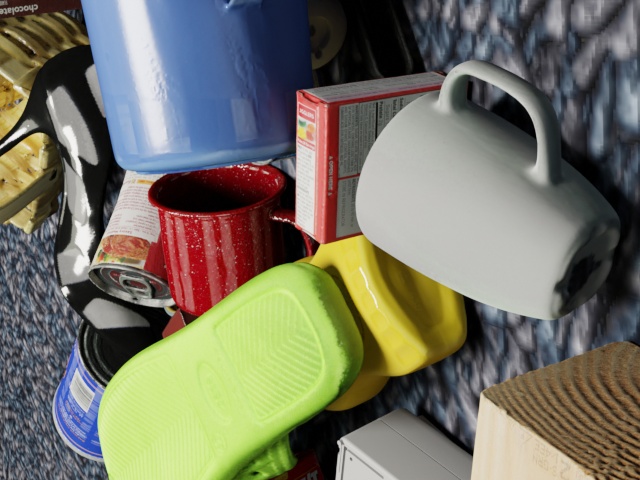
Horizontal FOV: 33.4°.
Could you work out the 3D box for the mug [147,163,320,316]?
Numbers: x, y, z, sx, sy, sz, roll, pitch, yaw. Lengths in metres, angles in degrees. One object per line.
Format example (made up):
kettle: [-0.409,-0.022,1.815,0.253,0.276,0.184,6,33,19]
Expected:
mug: [-0.055,0.001,0.720,0.117,0.093,0.081,6,118,20]

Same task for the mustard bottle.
mustard bottle: [0.011,0.051,0.647,0.096,0.058,0.192,64,149,10]

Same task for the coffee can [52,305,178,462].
coffee can: [-0.175,0.123,0.943,0.103,0.102,0.140,63,147,22]

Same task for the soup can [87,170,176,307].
soup can: [-0.123,-0.010,0.788,0.069,0.068,0.102,-33,38,59]

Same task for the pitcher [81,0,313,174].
pitcher: [-0.064,-0.159,0.537,0.145,0.149,0.243,-5,99,15]

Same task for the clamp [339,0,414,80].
clamp: [0.008,-0.206,0.563,0.210,0.036,0.165,55,145,32]

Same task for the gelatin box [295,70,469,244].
gelatin box: [0.031,-0.044,0.542,0.030,0.089,0.073,33,129,49]
